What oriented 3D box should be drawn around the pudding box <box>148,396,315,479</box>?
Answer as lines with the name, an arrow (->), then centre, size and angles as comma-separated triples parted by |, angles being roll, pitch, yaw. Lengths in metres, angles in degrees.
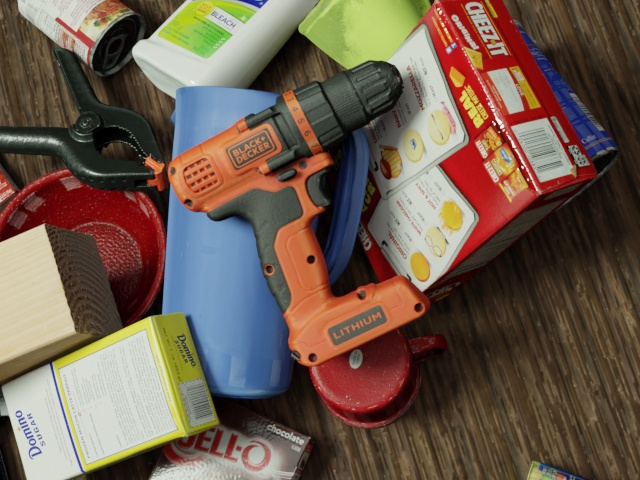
pudding box -> -0.073, 0.183, 0.880 | 0.113, 0.039, 0.090 | 22, 80, 12

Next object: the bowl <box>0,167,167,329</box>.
bowl -> -0.205, 0.020, 0.929 | 0.162, 0.055, 0.162 | -2, 76, 7

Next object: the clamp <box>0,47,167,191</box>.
clamp -> -0.198, -0.101, 0.921 | 0.171, 0.039, 0.120 | 23, 69, 10

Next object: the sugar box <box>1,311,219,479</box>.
sugar box -> -0.167, 0.128, 0.832 | 0.177, 0.048, 0.093 | -24, 79, 33

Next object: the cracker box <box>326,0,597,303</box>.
cracker box -> 0.097, -0.062, 0.833 | 0.072, 0.214, 0.164 | -15, 71, -32

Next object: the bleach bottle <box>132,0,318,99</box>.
bleach bottle -> -0.052, -0.230, 0.968 | 0.103, 0.068, 0.250 | 32, 77, 30

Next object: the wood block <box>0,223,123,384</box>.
wood block -> -0.276, 0.070, 0.852 | 0.206, 0.090, 0.091 | -22, 79, 11

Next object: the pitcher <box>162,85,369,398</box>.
pitcher -> -0.056, 0.001, 0.859 | 0.145, 0.149, 0.243 | 6, 90, -15

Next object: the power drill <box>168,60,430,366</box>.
power drill -> 0.006, -0.018, 0.774 | 0.184, 0.057, 0.187 | -27, 90, 6

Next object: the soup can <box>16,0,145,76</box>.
soup can -> -0.221, -0.207, 0.981 | 0.102, 0.068, 0.068 | 39, 83, 15

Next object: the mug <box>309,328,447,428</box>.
mug -> 0.046, 0.100, 0.864 | 0.117, 0.081, 0.093 | -15, 75, 3
